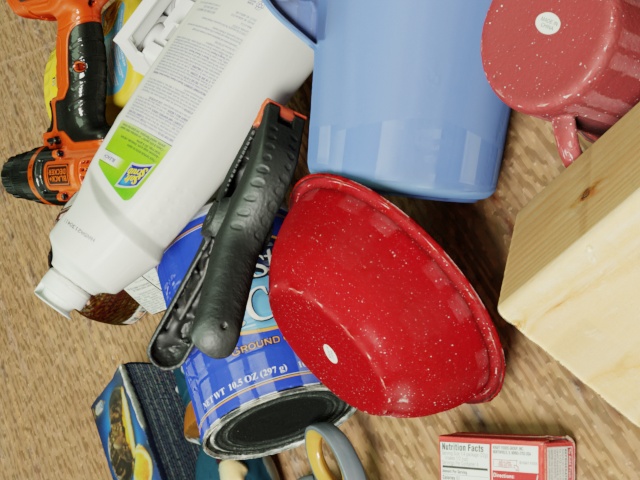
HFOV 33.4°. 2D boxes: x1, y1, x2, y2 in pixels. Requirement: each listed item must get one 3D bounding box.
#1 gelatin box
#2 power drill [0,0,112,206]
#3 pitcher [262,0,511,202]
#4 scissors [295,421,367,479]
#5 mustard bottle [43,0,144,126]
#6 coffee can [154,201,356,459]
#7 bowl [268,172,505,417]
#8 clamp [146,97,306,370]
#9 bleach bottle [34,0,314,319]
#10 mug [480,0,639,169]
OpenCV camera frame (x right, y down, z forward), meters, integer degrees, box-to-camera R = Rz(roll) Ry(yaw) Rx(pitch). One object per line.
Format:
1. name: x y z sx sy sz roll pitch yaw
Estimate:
1. gelatin box: 0.100 0.148 0.571 0.073 0.030 0.089 -9 78 49
2. power drill: -0.213 -0.121 0.868 0.185 0.057 0.188 1 100 45
3. pitcher: 0.047 -0.148 0.590 0.149 0.144 0.243 11 97 36
4. scissors: 0.037 0.172 0.618 0.202 0.016 0.096 22 120 56
5. mustard bottle: -0.162 -0.153 0.894 0.192 0.058 0.096 -20 68 46
6. coffee can: -0.044 0.057 0.694 0.103 0.102 0.140 -42 55 36
7. bowl: 0.022 0.044 0.585 0.162 0.055 0.162 40 156 22
8. clamp: -0.054 0.001 0.621 0.120 0.039 0.171 -26 38 56
9. bleach bottle: -0.097 -0.062 0.680 0.103 0.068 0.250 28 78 46
10. mug: 0.134 -0.084 0.529 0.093 0.081 0.117 -4 81 48
